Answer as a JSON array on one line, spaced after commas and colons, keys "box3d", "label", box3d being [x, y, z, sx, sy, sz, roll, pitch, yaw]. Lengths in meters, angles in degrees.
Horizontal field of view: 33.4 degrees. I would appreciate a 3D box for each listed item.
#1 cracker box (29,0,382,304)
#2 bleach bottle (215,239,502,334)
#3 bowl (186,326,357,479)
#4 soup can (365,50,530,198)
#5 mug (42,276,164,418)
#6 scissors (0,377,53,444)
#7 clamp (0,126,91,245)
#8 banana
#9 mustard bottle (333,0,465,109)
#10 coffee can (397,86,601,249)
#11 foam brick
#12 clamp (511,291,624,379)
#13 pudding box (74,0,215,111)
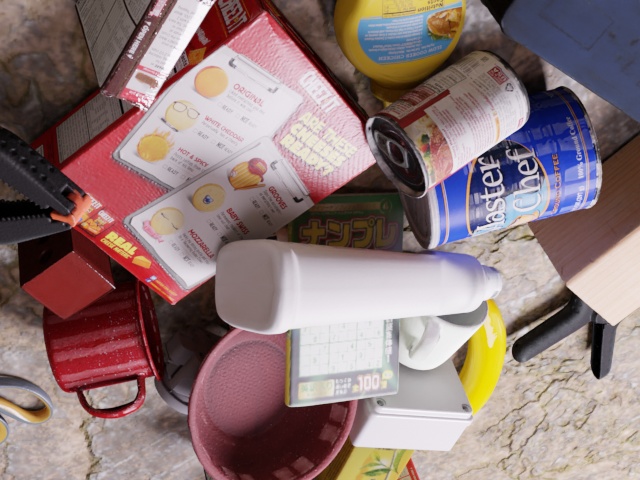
[{"box3d": [-0.085, -0.069, 0.799, 0.214, 0.072, 0.164, -36, 132, 12], "label": "cracker box"}, {"box3d": [0.048, 0.034, 0.845, 0.250, 0.103, 0.068, 1, 91, -33], "label": "bleach bottle"}, {"box3d": [-0.049, 0.134, 0.921, 0.161, 0.055, 0.162, -5, 101, -28], "label": "bowl"}, {"box3d": [0.093, -0.086, 0.776, 0.102, 0.069, 0.068, -34, 135, -18], "label": "soup can"}, {"box3d": [-0.177, 0.090, 0.880, 0.081, 0.117, 0.093, -12, 159, -2], "label": "mug"}, {"box3d": [-0.330, 0.131, 0.927, 0.201, 0.016, 0.096, 27, 117, -34], "label": "scissors"}, {"box3d": [-0.259, -0.055, 0.725, 0.210, 0.036, 0.164, 10, 129, 12], "label": "clamp"}, {"box3d": [0.150, 0.125, 1.066, 0.069, 0.037, 0.198, 1, 129, -21], "label": "banana"}, {"box3d": [0.058, -0.172, 0.765, 0.096, 0.058, 0.192, -14, 132, -15], "label": "mustard bottle"}, {"box3d": [0.139, -0.059, 0.859, 0.140, 0.103, 0.103, -14, 132, -7], "label": "coffee can"}, {"box3d": [-0.198, 0.011, 0.825, 0.053, 0.078, 0.051, -32, 133, 10], "label": "foam brick"}, {"box3d": [0.265, 0.068, 1.055, 0.120, 0.039, 0.172, 3, 122, -26], "label": "clamp"}, {"box3d": [-0.116, -0.153, 0.687, 0.039, 0.113, 0.090, 17, 123, -33], "label": "pudding box"}]
